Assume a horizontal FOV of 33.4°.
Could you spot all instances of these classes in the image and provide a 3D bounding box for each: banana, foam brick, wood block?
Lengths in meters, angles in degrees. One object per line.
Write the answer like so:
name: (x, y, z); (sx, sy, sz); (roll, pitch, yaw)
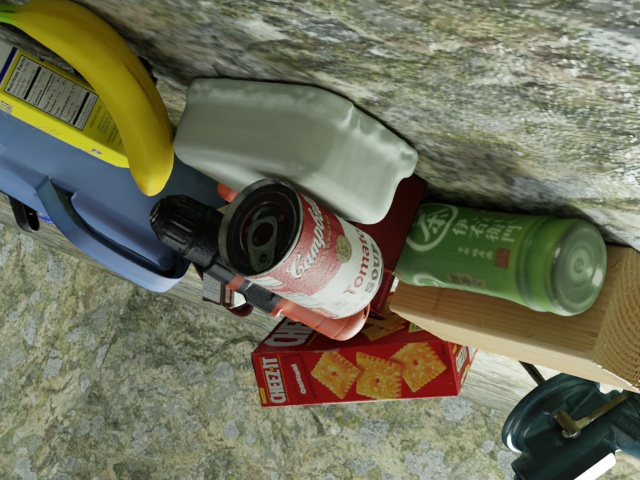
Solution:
banana: (-0.148, -0.105, 0.753); (0.070, 0.037, 0.197); (-3, 139, 33)
foam brick: (0.036, -0.021, 0.813); (0.051, 0.078, 0.053); (30, 168, -35)
wood block: (0.169, 0.047, 0.866); (0.090, 0.091, 0.206); (30, 168, -40)

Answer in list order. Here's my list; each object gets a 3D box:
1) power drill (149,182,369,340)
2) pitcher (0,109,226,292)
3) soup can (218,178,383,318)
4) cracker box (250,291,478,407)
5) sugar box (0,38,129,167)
power drill: (-0.049, -0.009, 0.868); (0.184, 0.057, 0.187); (31, -158, -16)
pitcher: (-0.211, -0.061, 0.964); (0.242, 0.145, 0.149); (31, 169, -36)
soup can: (-0.011, 0.008, 0.724); (0.069, 0.068, 0.102); (14, 169, 40)
cracker box: (0.055, 0.109, 1.138); (0.214, 0.072, 0.164); (-6, -164, 21)
sugar box: (-0.214, -0.110, 0.834); (0.176, 0.048, 0.093); (24, 174, -28)
